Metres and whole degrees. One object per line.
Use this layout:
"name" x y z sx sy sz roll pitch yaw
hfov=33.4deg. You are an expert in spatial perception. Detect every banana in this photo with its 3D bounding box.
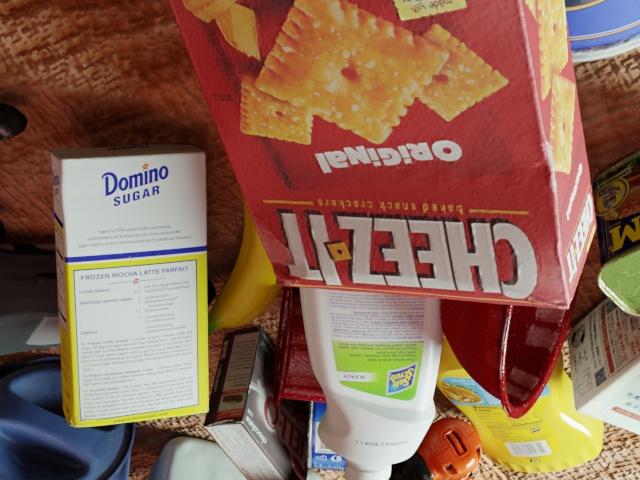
"banana" -0.043 -0.003 0.709 0.037 0.069 0.198 38 135 24

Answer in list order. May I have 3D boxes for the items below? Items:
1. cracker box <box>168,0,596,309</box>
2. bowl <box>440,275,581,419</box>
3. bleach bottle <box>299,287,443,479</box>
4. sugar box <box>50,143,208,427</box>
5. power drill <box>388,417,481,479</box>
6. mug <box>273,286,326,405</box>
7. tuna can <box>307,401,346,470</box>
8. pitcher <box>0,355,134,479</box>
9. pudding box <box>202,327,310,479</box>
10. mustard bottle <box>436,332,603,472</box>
"cracker box" 0.031 -0.068 0.495 0.164 0.072 0.213 4 133 27
"bowl" 0.117 0.026 0.663 0.055 0.162 0.162 14 141 26
"bleach bottle" 0.027 0.047 0.676 0.102 0.068 0.251 3 111 1
"sugar box" -0.121 0.028 0.686 0.093 0.048 0.176 -4 103 -22
"power drill" 0.032 0.216 0.850 0.187 0.057 0.184 -28 160 -19
"mug" 0.014 0.064 0.757 0.081 0.093 0.117 6 113 -5
"tuna can" 0.009 0.135 0.826 0.034 0.086 0.086 3 136 2
"pitcher" -0.221 0.225 0.917 0.145 0.149 0.243 6 140 -5
"pudding box" -0.044 0.138 0.834 0.039 0.090 0.113 -15 132 22
"mustard bottle" 0.135 0.100 0.791 0.096 0.058 0.191 -9 135 32
